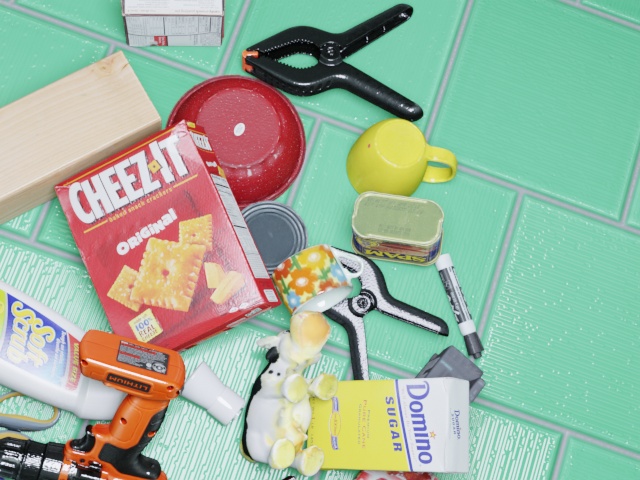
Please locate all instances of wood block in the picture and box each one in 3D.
[{"bbox_3d":[-0.282,-0.107,1.142,0.206,0.090,0.091,-29,83,-13],"label":"wood block"}]

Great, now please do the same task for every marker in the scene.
[{"bbox_3d":[0.155,0.074,1.191,0.020,0.020,0.121,-17,80,-11],"label":"marker"}]

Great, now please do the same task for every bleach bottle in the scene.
[{"bbox_3d":[-0.288,0.111,1.105,0.250,0.068,0.102,25,61,-6],"label":"bleach bottle"}]

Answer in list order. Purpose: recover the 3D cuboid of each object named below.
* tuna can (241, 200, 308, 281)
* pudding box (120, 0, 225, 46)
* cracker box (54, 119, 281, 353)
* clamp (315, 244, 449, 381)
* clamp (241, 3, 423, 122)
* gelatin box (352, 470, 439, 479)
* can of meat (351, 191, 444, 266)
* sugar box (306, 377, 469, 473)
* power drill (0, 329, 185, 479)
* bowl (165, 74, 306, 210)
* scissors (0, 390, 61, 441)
[{"bbox_3d":[-0.058,0.001,1.174,0.086,0.034,0.086,2,77,-7],"label":"tuna can"},{"bbox_3d":[-0.163,-0.249,1.188,0.113,0.090,0.039,-3,78,-7],"label":"pudding box"},{"bbox_3d":[-0.161,0.005,1.115,0.164,0.072,0.214,-26,82,10],"label":"cracker box"},{"bbox_3d":[0.058,0.070,1.169,0.120,0.039,0.171,-27,82,-10],"label":"clamp"},{"bbox_3d":[0.017,-0.197,1.214,0.210,0.036,0.164,-6,59,-6],"label":"clamp"},{"bbox_3d":[0.084,0.266,1.133,0.089,0.030,0.073,42,76,4],"label":"gelatin box"},{"bbox_3d":[0.084,-0.013,1.160,0.102,0.084,0.057,8,76,6],"label":"can of meat"},{"bbox_3d":[0.066,0.188,1.084,0.048,0.177,0.093,15,71,-46],"label":"sugar box"},{"bbox_3d":[-0.222,0.179,1.050,0.184,0.057,0.188,16,119,-14],"label":"power drill"},{"bbox_3d":[-0.093,-0.117,1.186,0.162,0.055,0.162,1,78,-7],"label":"bowl"},{"bbox_3d":[-0.370,0.195,1.100,0.201,0.016,0.096,-1,76,-7],"label":"scissors"}]
